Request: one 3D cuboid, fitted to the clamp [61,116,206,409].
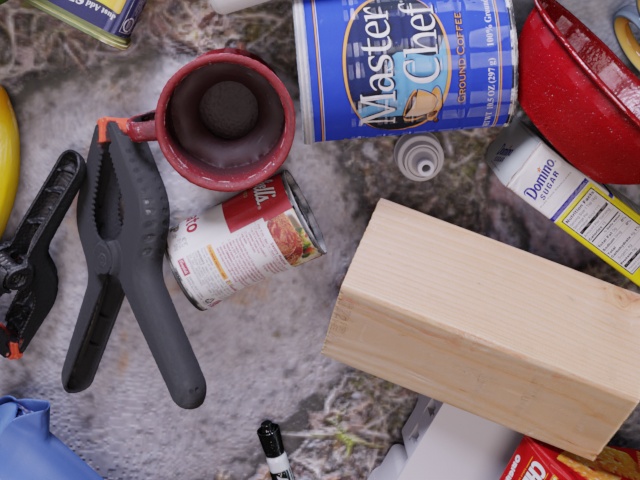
[{"bbox_3d":[-0.133,0.019,0.754,0.036,0.165,0.210,-2,96,-44],"label":"clamp"}]

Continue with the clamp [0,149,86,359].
[{"bbox_3d":[-0.233,0.016,0.761,0.120,0.039,0.172,-6,124,-37],"label":"clamp"}]

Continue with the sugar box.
[{"bbox_3d":[0.202,-0.016,0.767,0.176,0.093,0.048,33,104,-10],"label":"sugar box"}]

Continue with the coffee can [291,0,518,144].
[{"bbox_3d":[0.054,-0.122,0.722,0.140,0.103,0.103,-5,108,0],"label":"coffee can"}]

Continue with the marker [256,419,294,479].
[{"bbox_3d":[-0.029,0.200,0.867,0.020,0.020,0.121,-14,108,3],"label":"marker"}]

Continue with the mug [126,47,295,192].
[{"bbox_3d":[-0.076,-0.086,0.741,0.117,0.081,0.093,-11,108,1],"label":"mug"}]

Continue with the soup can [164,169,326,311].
[{"bbox_3d":[-0.055,0.001,0.777,0.102,0.068,0.068,-26,107,7],"label":"soup can"}]

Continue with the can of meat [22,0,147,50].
[{"bbox_3d":[-0.158,-0.190,0.719,0.102,0.057,0.084,27,103,-9],"label":"can of meat"}]

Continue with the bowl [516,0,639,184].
[{"bbox_3d":[0.180,-0.090,0.713,0.162,0.162,0.055,40,115,-13],"label":"bowl"}]

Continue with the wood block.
[{"bbox_3d":[0.116,0.062,0.753,0.206,0.090,0.090,21,140,5],"label":"wood block"}]

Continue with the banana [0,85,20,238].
[{"bbox_3d":[-0.264,-0.018,0.780,0.069,0.037,0.198,33,104,-14],"label":"banana"}]
